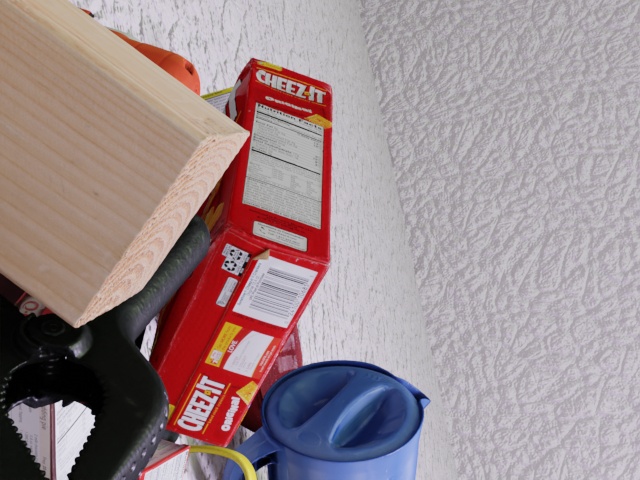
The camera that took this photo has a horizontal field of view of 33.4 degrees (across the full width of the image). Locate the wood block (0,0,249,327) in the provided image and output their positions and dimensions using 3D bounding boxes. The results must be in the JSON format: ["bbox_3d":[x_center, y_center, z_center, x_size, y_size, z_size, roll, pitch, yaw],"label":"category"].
[{"bbox_3d":[-0.144,-0.067,0.437,0.206,0.091,0.090,36,10,2],"label":"wood block"}]

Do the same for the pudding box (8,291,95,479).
[{"bbox_3d":[-0.134,0.066,0.558,0.090,0.039,0.113,-61,164,-52],"label":"pudding box"}]

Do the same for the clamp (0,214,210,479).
[{"bbox_3d":[-0.127,0.047,0.460,0.210,0.164,0.036,-100,-161,-52],"label":"clamp"}]

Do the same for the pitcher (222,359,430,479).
[{"bbox_3d":[0.008,0.237,0.918,0.145,0.149,0.243,-62,156,-58],"label":"pitcher"}]

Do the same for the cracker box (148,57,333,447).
[{"bbox_3d":[-0.055,0.001,0.708,0.213,0.072,0.164,-89,-157,-54],"label":"cracker box"}]
